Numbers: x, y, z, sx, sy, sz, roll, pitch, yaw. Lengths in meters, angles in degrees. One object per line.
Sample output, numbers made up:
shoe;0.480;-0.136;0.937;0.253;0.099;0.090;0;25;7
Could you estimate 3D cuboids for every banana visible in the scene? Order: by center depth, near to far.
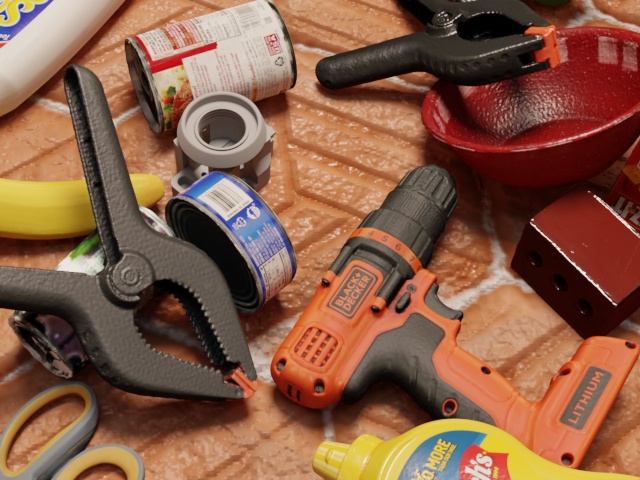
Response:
banana;-0.201;-0.035;0.673;0.197;0.037;0.070;18;101;-14

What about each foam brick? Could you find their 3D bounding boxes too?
foam brick;0.167;0.014;0.672;0.051;0.053;0.078;-33;65;-21

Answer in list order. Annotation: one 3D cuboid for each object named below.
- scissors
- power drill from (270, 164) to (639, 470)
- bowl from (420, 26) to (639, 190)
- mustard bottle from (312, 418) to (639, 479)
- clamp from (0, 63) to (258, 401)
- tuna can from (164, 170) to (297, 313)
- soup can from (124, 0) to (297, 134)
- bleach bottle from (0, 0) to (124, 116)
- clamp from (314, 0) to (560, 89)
scissors;-0.174;0.167;0.580;0.096;0.016;0.201;26;60;13
power drill;0.089;0.054;0.642;0.188;0.057;0.184;28;64;17
bowl;0.151;-0.081;0.706;0.162;0.055;0.162;-15;32;9
mustard bottle;0.082;0.142;0.536;0.192;0.058;0.096;17;62;26
clamp;-0.123;0.027;0.596;0.210;0.036;0.164;50;61;-13
tuna can;-0.054;0.001;0.649;0.086;0.086;0.033;41;63;20
soup can;-0.075;-0.121;0.734;0.102;0.068;0.068;-20;61;-16
bleach bottle;-0.218;-0.140;0.743;0.102;0.068;0.250;23;62;11
clamp;0.080;-0.135;0.741;0.172;0.039;0.120;22;65;45
